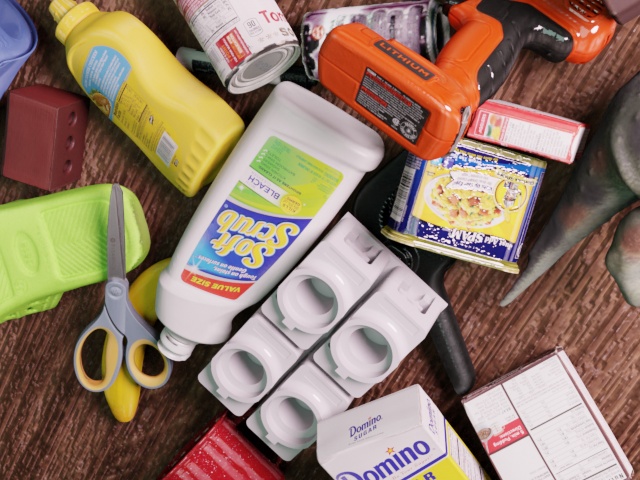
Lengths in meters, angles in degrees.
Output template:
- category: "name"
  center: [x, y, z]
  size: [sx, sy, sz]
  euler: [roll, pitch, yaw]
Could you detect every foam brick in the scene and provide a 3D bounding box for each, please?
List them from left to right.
- category: "foam brick"
  center: [-0.238, -0.090, 0.925]
  size: [0.051, 0.053, 0.078]
  euler: [17, 112, 16]

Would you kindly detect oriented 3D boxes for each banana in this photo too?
- category: "banana"
  center: [-0.154, 0.079, 0.950]
  size: [0.069, 0.037, 0.198]
  euler: [40, 115, 6]

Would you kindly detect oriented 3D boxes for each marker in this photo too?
- category: "marker"
  center: [-0.059, -0.138, 0.860]
  size: [0.121, 0.020, 0.020]
  euler: [12, 109, 18]

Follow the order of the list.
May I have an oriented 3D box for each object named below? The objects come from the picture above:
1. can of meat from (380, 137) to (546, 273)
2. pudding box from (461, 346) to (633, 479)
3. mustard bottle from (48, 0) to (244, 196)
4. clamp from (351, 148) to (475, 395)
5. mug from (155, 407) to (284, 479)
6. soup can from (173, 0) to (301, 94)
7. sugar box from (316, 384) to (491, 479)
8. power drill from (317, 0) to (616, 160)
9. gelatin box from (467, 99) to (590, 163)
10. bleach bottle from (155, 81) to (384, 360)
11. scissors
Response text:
- category: "can of meat"
  center: [0.105, -0.031, 0.775]
  size: [0.102, 0.057, 0.084]
  euler: [15, 97, -8]
- category: "pudding box"
  center: [0.174, 0.152, 0.825]
  size: [0.090, 0.039, 0.113]
  euler: [-31, 81, 14]
- category: "mustard bottle"
  center: [-0.150, -0.129, 0.870]
  size: [0.191, 0.058, 0.096]
  euler: [45, 147, 5]
- category: "clamp"
  center: [0.055, 0.013, 0.851]
  size: [0.165, 0.036, 0.210]
  euler: [12, 113, 17]
- category: "mug"
  center: [-0.078, 0.200, 0.937]
  size: [0.081, 0.093, 0.117]
  euler: [45, 79, -1]
- category: "soup can"
  center: [-0.068, -0.172, 0.816]
  size: [0.069, 0.068, 0.102]
  euler: [-35, 80, 26]
- category: "sugar box"
  center: [0.079, 0.195, 0.846]
  size: [0.093, 0.048, 0.176]
  euler: [-25, 127, 21]
- category: "power drill"
  center: [0.084, -0.152, 0.717]
  size: [0.184, 0.187, 0.057]
  euler: [38, 149, 15]
- category: "gelatin box"
  center: [0.150, -0.078, 0.758]
  size: [0.073, 0.089, 0.030]
  euler: [18, 101, 16]
- category: "bleach bottle"
  center: [-0.056, 0.001, 0.862]
  size: [0.102, 0.068, 0.251]
  euler: [31, 113, -6]
- category: "scissors"
  center: [-0.157, 0.052, 0.910]
  size: [0.096, 0.016, 0.202]
  euler: [19, 116, -7]
